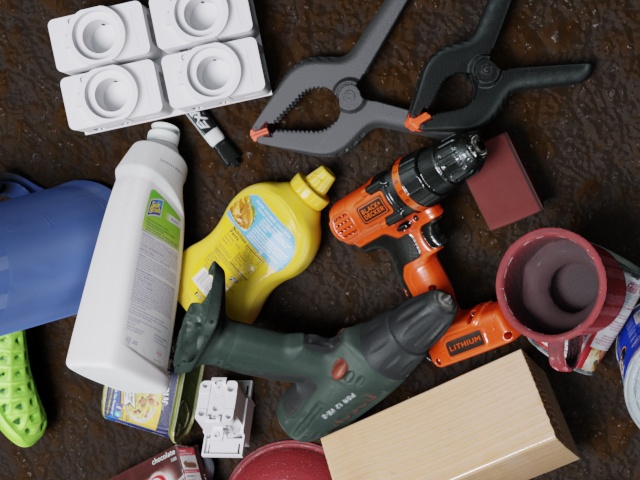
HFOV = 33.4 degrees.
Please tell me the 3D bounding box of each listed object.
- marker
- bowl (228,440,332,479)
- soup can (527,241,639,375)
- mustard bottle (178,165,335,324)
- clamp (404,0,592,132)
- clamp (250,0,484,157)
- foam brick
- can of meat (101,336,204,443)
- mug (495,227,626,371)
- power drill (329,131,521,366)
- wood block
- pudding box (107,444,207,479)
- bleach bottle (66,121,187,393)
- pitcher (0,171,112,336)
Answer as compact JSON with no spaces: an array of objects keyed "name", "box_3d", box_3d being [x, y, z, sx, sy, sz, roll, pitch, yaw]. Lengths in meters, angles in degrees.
[{"name":"marker","box_3d":[-0.118,-0.120,1.037,0.020,0.020,0.121,-38,89,15]},{"name":"bowl","box_3d":[-0.028,0.284,1.063,0.162,0.055,0.162,2,99,13]},{"name":"soup can","box_3d":[0.241,0.060,0.960,0.068,0.068,0.102,29,103,7]},{"name":"mustard bottle","box_3d":[-0.057,0.001,1.022,0.192,0.058,0.096,-46,73,15]},{"name":"clamp","box_3d":[0.154,-0.145,0.946,0.120,0.039,0.171,44,90,4]},{"name":"clamp","box_3d":[0.030,-0.146,0.991,0.210,0.036,0.164,-14,94,11]},{"name":"foam brick","box_3d":[0.163,-0.055,0.967,0.051,0.053,0.078,-26,91,15]},{"name":"can of meat","box_3d":[-0.168,0.142,1.071,0.084,0.057,0.102,14,101,13]},{"name":"mug","box_3d":[0.206,0.051,0.891,0.093,0.081,0.117,-5,83,32]},{"name":"power drill","box_3d":[0.113,0.010,0.957,0.185,0.057,0.187,-30,92,46]},{"name":"wood block","box_3d":[0.119,0.191,0.982,0.206,0.090,0.091,-27,58,15]},{"name":"pudding box","box_3d":[-0.161,0.266,1.072,0.114,0.039,0.090,-30,67,26]},{"name":"bleach bottle","box_3d":[-0.166,0.010,1.004,0.068,0.102,0.251,-1,67,27]},{"name":"pitcher","box_3d":[-0.286,0.014,0.982,0.149,0.242,0.145,1,99,20]}]
